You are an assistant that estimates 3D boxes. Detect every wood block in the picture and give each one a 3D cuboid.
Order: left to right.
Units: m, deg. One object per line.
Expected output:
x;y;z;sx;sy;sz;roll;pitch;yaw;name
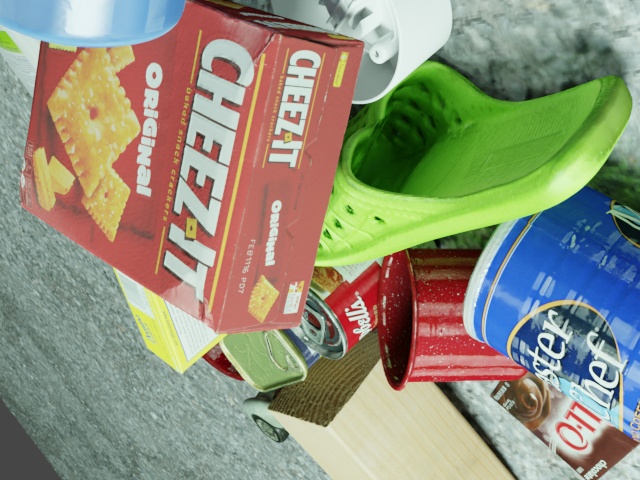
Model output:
0.068;0.173;0.844;0.206;0.090;0.091;50;156;-22;wood block

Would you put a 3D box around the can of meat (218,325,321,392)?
-0.017;0.062;0.801;0.057;0.083;0.102;52;151;-4;can of meat

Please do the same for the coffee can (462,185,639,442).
0.159;0.041;0.543;0.140;0.102;0.103;33;150;30;coffee can

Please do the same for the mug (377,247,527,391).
0.083;0.050;0.669;0.117;0.081;0.093;113;156;-65;mug

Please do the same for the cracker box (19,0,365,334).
-0.088;-0.062;0.619;0.214;0.071;0.164;27;112;41;cracker box

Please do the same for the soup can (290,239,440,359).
0.026;0.023;0.730;0.069;0.102;0.068;37;151;24;soup can

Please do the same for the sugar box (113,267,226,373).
-0.055;0.001;0.743;0.048;0.176;0.093;28;146;34;sugar box

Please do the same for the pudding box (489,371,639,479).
0.166;0.096;0.677;0.090;0.039;0.113;42;153;16;pudding box
